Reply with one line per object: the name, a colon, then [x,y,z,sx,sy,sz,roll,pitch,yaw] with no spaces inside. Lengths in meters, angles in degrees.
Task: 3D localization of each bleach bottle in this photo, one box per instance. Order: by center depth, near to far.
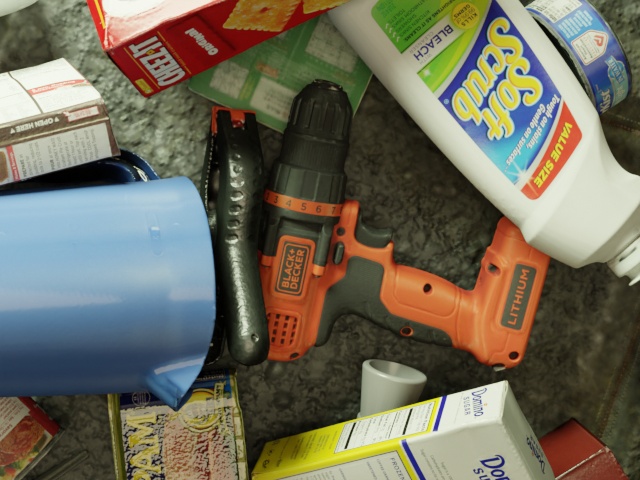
bleach bottle: [0.119,-0.081,0.650,0.102,0.068,0.251,-41,82,1]

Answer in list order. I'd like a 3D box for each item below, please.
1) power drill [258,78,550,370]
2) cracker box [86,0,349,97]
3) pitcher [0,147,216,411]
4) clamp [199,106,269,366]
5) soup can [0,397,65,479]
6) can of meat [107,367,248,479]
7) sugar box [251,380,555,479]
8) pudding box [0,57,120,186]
power drill: [0.052,0.001,0.696,0.187,0.057,0.184,12,102,-3]
cracker box: [-0.043,-0.205,0.623,0.214,0.072,0.164,-24,69,5]
pitcher: [-0.191,0.022,0.621,0.242,0.149,0.145,-2,101,-21]
clamp: [-0.054,0.001,0.665,0.039,0.120,0.171,1,92,-27]
soup can: [-0.223,0.110,0.681,0.068,0.068,0.102,-44,96,0]
can of meat: [-0.092,0.136,0.700,0.084,0.057,0.102,-6,96,-7]
sugar box: [0.053,0.154,0.675,0.176,0.048,0.093,-19,111,23]
pudding box: [-0.179,-0.071,0.637,0.090,0.114,0.039,-18,117,-19]
